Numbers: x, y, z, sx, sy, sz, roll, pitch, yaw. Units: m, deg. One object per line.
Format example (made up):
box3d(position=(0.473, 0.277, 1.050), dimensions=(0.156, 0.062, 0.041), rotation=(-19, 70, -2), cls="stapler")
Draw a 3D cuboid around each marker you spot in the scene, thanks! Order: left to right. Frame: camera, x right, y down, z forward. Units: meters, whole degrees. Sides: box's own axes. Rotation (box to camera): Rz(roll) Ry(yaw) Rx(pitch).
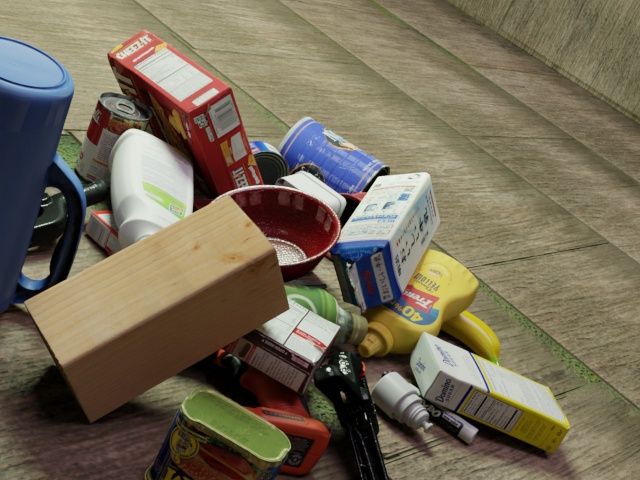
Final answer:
box3d(position=(0.118, 0.181, 1.174), dimensions=(0.121, 0.020, 0.020), rotation=(34, 25, 17), cls="marker")

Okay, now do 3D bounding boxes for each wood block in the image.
box3d(position=(-0.143, 0.058, 0.951), dimensions=(0.206, 0.091, 0.090), rotation=(-29, 50, -16), cls="wood block")

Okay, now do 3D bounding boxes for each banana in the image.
box3d(position=(0.150, 0.100, 1.347), dimensions=(0.198, 0.037, 0.069), rotation=(28, 24, 4), cls="banana")

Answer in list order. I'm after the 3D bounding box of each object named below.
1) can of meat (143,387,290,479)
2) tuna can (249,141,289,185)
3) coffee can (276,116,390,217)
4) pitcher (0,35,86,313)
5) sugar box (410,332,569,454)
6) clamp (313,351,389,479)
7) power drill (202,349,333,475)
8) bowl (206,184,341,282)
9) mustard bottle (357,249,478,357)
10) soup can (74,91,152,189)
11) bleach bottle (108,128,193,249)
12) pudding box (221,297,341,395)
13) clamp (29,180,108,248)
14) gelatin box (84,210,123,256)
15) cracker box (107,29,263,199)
box3d(position=(-0.084, 0.184, 0.892), dimensions=(0.102, 0.084, 0.057), rotation=(29, 24, 6), cls="can of meat")
box3d(position=(-0.087, -0.090, 1.437), dimensions=(0.086, 0.086, 0.034), rotation=(8, 28, -35), cls="tuna can")
box3d(position=(0.014, -0.099, 1.532), dimensions=(0.140, 0.103, 0.102), rotation=(33, 25, 15), cls="coffee can")
box3d(position=(-0.298, -0.053, 0.963), dimensions=(0.145, 0.243, 0.148), rotation=(42, 29, 27), cls="pitcher")
box3d(position=(0.190, 0.172, 1.208), dimensions=(0.176, 0.048, 0.093), rotation=(23, 18, -14), cls="sugar box")
box3d(position=(0.030, 0.156, 1.032), dimensions=(0.036, 0.164, 0.210), rotation=(-20, 20, 6), cls="clamp")
box3d(position=(-0.075, 0.135, 1.030), dimensions=(0.184, 0.057, 0.188), rotation=(15, 26, -22), cls="power drill")
box3d(position=(-0.058, 0.002, 1.223), dimensions=(0.162, 0.055, 0.162), rotation=(3, 35, -2), cls="bowl")
box3d(position=(0.104, 0.083, 1.273), dimensions=(0.096, 0.058, 0.191), rotation=(32, 44, 20), cls="mustard bottle")
box3d(position=(-0.256, -0.122, 1.316), dimensions=(0.068, 0.102, 0.068), rotation=(21, 25, -11), cls="soup can")
box3d(position=(-0.192, -0.040, 1.181), dimensions=(0.102, 0.068, 0.251), rotation=(26, 20, -17), cls="bleach bottle")
box3d(position=(-0.036, 0.095, 1.041), dimensions=(0.090, 0.039, 0.113), rotation=(28, 18, 5), cls="pudding box")
box3d(position=(-0.299, -0.035, 1.168), dimensions=(0.120, 0.039, 0.171), rotation=(3, 31, -5), cls="clamp")
box3d(position=(-0.210, 0.001, 1.204), dimensions=(0.089, 0.030, 0.073), rotation=(39, 26, 28), cls="gelatin box")
box3d(position=(-0.173, -0.152, 1.356), dimensions=(0.072, 0.164, 0.214), rotation=(-35, 45, -19), cls="cracker box")
